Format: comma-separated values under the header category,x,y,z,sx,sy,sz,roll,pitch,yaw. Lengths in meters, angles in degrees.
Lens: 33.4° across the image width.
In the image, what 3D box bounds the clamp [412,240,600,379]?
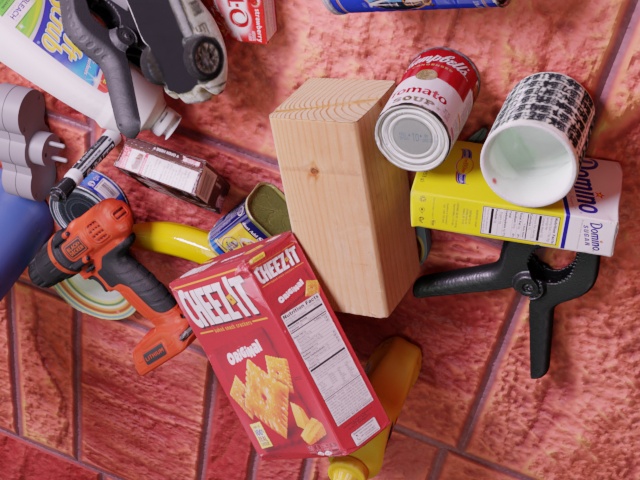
category,x,y,z,sx,sy,sz,roll,pitch,yaw
clamp,0.195,0.034,1.039,0.164,0.036,0.210,29,131,1

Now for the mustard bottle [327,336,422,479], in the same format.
category,x,y,z,sx,sy,sz,roll,pitch,yaw
mustard bottle,0.051,0.195,1.133,0.058,0.191,0.096,29,134,1

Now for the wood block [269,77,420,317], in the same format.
category,x,y,z,sx,sy,sz,roll,pitch,yaw
wood block,0.027,-0.040,1.008,0.091,0.090,0.206,7,125,27

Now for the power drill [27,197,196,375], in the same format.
category,x,y,z,sx,sy,sz,roll,pitch,yaw
power drill,-0.229,0.059,1.190,0.185,0.057,0.187,-31,102,42

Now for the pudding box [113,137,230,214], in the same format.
category,x,y,z,sx,sy,sz,roll,pitch,yaw
pudding box,-0.147,-0.065,1.082,0.090,0.039,0.113,19,173,10

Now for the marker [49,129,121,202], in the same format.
category,x,y,z,sx,sy,sz,roll,pitch,yaw
marker,-0.242,-0.077,1.101,0.020,0.121,0.020,13,131,15

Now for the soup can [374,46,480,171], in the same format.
category,x,y,z,sx,sy,sz,roll,pitch,yaw
soup can,0.093,-0.114,0.923,0.068,0.102,0.068,14,131,16

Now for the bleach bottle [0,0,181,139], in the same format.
category,x,y,z,sx,sy,sz,roll,pitch,yaw
bleach bottle,-0.243,-0.187,1.041,0.250,0.102,0.068,34,147,-15

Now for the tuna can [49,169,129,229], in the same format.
category,x,y,z,sx,sy,sz,roll,pitch,yaw
tuna can,-0.261,-0.037,1.203,0.086,0.033,0.086,13,131,16

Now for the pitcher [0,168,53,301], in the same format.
category,x,y,z,sx,sy,sz,roll,pitch,yaw
pitcher,-0.410,0.027,1.183,0.149,0.242,0.145,39,130,-16

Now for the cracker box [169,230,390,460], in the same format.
category,x,y,z,sx,sy,sz,roll,pitch,yaw
cracker box,-0.046,0.112,1.059,0.164,0.072,0.213,-18,101,55

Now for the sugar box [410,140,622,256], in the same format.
category,x,y,z,sx,sy,sz,roll,pitch,yaw
sugar box,0.173,-0.041,0.939,0.176,0.093,0.048,7,130,13

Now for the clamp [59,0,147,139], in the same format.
category,x,y,z,sx,sy,sz,roll,pitch,yaw
clamp,-0.193,-0.175,1.004,0.171,0.120,0.039,46,127,-9

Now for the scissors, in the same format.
category,x,y,z,sx,sy,sz,roll,pitch,yaw
scissors,0.110,-0.031,1.040,0.202,0.016,0.096,-28,109,40

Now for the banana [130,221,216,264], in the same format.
category,x,y,z,sx,sy,sz,roll,pitch,yaw
banana,-0.136,0.016,1.184,0.198,0.037,0.070,23,132,7

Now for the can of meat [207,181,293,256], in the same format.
category,x,y,z,sx,sy,sz,roll,pitch,yaw
can of meat,-0.057,0.001,1.121,0.102,0.057,0.084,44,134,-11

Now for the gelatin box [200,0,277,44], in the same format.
category,x,y,z,sx,sy,sz,roll,pitch,yaw
gelatin box,-0.081,-0.226,0.964,0.073,0.030,0.089,11,131,18
